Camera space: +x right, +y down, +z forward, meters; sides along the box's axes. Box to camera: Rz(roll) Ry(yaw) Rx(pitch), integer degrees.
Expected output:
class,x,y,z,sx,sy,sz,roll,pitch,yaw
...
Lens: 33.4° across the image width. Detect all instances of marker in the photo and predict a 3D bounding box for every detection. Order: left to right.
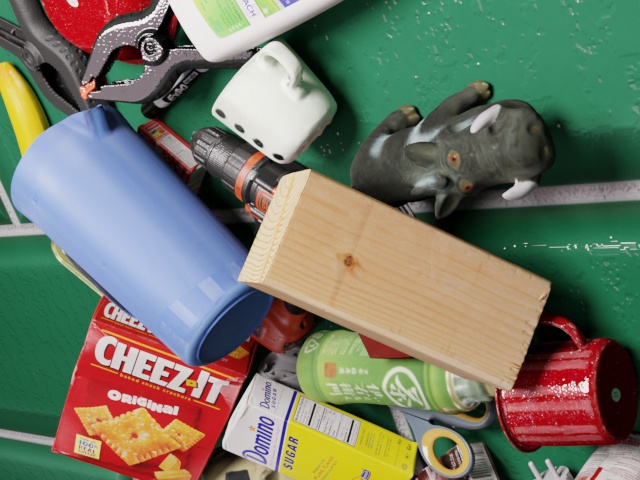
class,x,y,z,sx,sy,sz,roll,pitch,yaw
marker,-0.135,-0.144,0.994,0.121,0.020,0.020,-30,96,48

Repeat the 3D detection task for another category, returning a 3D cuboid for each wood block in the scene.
class,x,y,z,sx,sy,sz,roll,pitch,yaw
wood block,0.056,0.031,0.809,0.206,0.091,0.090,25,173,-14

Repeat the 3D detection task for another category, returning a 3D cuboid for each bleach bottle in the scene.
class,x,y,z,sx,sy,sz,roll,pitch,yaw
bleach bottle,-0.007,-0.223,0.787,0.251,0.068,0.102,-21,102,39

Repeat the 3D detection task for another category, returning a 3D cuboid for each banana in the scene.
class,x,y,z,sx,sy,sz,roll,pitch,yaw
banana,-0.319,-0.098,1.175,0.070,0.037,0.198,22,130,27

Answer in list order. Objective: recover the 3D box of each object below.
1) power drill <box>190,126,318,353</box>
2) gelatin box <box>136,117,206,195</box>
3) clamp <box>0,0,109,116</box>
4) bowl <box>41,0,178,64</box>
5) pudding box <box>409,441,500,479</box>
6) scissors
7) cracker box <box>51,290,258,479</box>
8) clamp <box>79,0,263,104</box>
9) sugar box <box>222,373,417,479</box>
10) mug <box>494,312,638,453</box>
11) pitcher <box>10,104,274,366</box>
class,x,y,z,sx,sy,sz,roll,pitch,yaw
power drill,-0.057,0.001,0.997,0.185,0.057,0.188,35,137,26
gelatin box,-0.155,-0.066,1.058,0.073,0.030,0.089,40,136,14
clamp,-0.278,-0.198,1.063,0.210,0.036,0.165,47,149,4
bowl,-0.206,-0.228,0.973,0.162,0.055,0.162,23,131,29
pudding box,0.134,0.254,0.982,0.090,0.039,0.113,-50,48,47
scissors,0.076,0.168,0.998,0.202,0.016,0.096,-4,80,42
cracker box,-0.176,0.161,1.112,0.164,0.072,0.214,20,129,-6
clamp,-0.141,-0.180,0.923,0.172,0.039,0.120,-20,95,15
sugar box,-0.002,0.202,1.049,0.176,0.048,0.093,22,136,-6
mug,0.191,0.108,0.832,0.082,0.093,0.117,-10,107,40
pitcher,-0.159,0.005,0.974,0.243,0.145,0.149,43,180,20
